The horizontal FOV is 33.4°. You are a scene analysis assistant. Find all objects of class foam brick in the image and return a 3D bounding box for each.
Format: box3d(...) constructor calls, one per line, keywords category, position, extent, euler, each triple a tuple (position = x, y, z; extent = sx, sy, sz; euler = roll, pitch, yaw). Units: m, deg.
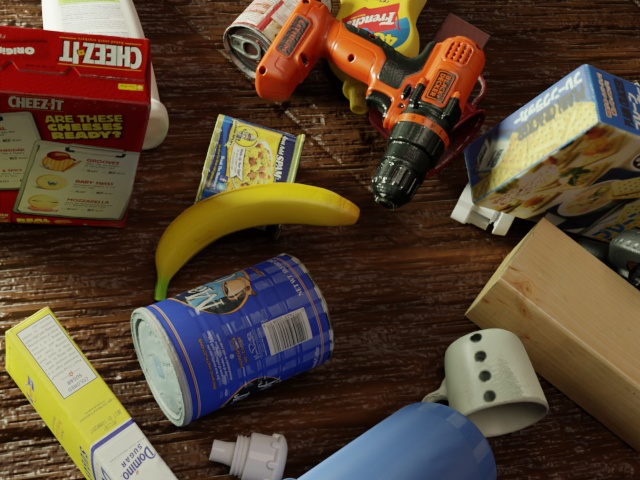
box3d(category="foam brick", position=(0.134, -0.187, 1.116), extent=(0.051, 0.053, 0.078), euler=(32, 61, 1))

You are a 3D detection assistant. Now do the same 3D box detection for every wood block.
box3d(category="wood block", position=(0.251, 0.089, 0.991), extent=(0.206, 0.090, 0.090), euler=(38, 60, 5))

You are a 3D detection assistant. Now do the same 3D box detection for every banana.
box3d(category="banana", position=(-0.067, -0.014, 0.940), extent=(0.198, 0.037, 0.069), euler=(-22, 106, 5))

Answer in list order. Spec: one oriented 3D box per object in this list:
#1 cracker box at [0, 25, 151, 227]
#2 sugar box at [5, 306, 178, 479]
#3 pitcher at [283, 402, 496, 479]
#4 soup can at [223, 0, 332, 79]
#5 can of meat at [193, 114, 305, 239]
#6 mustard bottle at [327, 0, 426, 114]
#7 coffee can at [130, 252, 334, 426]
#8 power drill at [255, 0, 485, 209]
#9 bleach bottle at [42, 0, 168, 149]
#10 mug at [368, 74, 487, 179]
box3d(category="cracker box", position=(-0.230, -0.087, 0.871), extent=(0.164, 0.214, 0.072), euler=(2, 64, -15))
box3d(category="sugar box", position=(-0.182, 0.145, 0.839), extent=(0.048, 0.093, 0.176), euler=(-31, 76, -26))
box3d(category="pitcher", position=(0.039, 0.225, 0.809), extent=(0.145, 0.149, 0.242), euler=(47, 34, 13))
box3d(category="soup can", position=(-0.041, -0.218, 1.074), extent=(0.068, 0.069, 0.102), euler=(35, 60, 3))
box3d(category="can of meat", position=(-0.067, -0.061, 0.995), extent=(0.084, 0.057, 0.102), euler=(15, 62, -6))
box3d(category="mustard bottle", position=(0.055, -0.212, 1.098), extent=(0.096, 0.058, 0.191), euler=(5, 62, 12))
box3d(category="coffee can", position=(-0.074, 0.081, 0.895), extent=(0.140, 0.103, 0.103), euler=(-21, 72, -24))
box3d(category="power drill", position=(0.038, -0.134, 0.988), extent=(0.188, 0.057, 0.184), euler=(25, 68, 11))
box3d(category="bleach bottle", position=(-0.213, -0.207, 1.024), extent=(0.102, 0.068, 0.251), euler=(-4, 63, -18))
box3d(category="mug", position=(0.111, -0.129, 1.054), extent=(0.117, 0.093, 0.081), euler=(-44, 75, 3))
